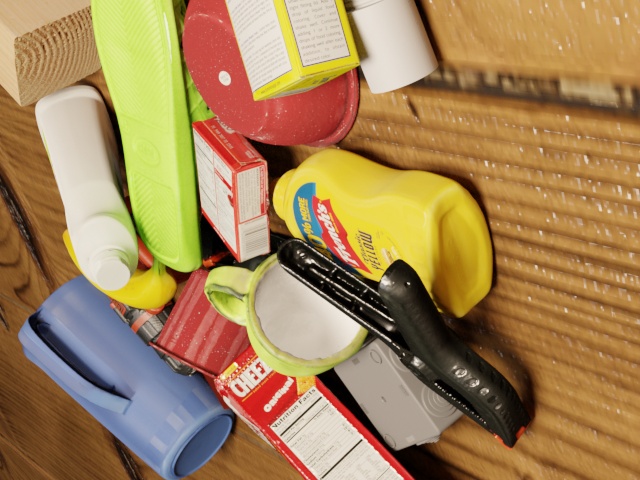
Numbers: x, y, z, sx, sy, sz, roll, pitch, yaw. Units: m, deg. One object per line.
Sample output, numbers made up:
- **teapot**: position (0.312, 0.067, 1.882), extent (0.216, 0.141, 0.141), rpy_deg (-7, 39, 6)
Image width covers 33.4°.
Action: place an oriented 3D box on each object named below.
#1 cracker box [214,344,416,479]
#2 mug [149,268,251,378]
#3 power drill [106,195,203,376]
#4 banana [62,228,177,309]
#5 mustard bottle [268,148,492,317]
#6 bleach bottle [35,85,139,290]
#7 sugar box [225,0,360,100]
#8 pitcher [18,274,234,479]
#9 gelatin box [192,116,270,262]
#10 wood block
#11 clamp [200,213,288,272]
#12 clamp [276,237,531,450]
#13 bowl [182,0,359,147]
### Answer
- **cracker box**: position (0.014, 0.191, 0.907), extent (0.214, 0.072, 0.164), rpy_deg (44, 169, 21)
- **mug**: position (-0.084, 0.082, 0.962), extent (0.117, 0.081, 0.093), rpy_deg (29, 173, -20)
- **power drill**: position (-0.174, 0.045, 1.108), extent (0.184, 0.057, 0.188), rpy_deg (48, 149, 8)
- **banana**: position (-0.187, 0.028, 1.019), extent (0.198, 0.037, 0.069), rpy_deg (10, 112, 50)
- **mustard bottle**: position (0.028, -0.016, 0.741), extent (0.192, 0.058, 0.096), rpy_deg (22, 144, 47)
- **bleach bottle**: position (-0.204, -0.043, 0.955), extent (0.251, 0.068, 0.102), rpy_deg (-119, 13, -54)
- **sugar box**: position (-0.033, -0.177, 0.638), extent (0.093, 0.048, 0.176), rpy_deg (175, 81, -69)
- **pitcher**: position (-0.220, 0.156, 1.207), extent (0.243, 0.149, 0.145), rpy_deg (39, 147, 23)
- **gelatin box**: position (-0.066, -0.040, 0.809), extent (0.073, 0.030, 0.089), rpy_deg (49, 149, 44)
- **wood block**: position (-0.301, -0.233, 0.988), extent (0.206, 0.090, 0.090), rpy_deg (45, 149, 20)
- **clamp**: position (-0.056, 0.001, 0.907), extent (0.120, 0.039, 0.172), rpy_deg (57, 154, 10)
- **clamp**: position (0.065, 0.069, 0.724), extent (0.209, 0.036, 0.165), rpy_deg (45, 167, -29)
- **bowl**: position (-0.048, -0.127, 0.748), extent (0.162, 0.055, 0.162), rpy_deg (38, 147, 30)
